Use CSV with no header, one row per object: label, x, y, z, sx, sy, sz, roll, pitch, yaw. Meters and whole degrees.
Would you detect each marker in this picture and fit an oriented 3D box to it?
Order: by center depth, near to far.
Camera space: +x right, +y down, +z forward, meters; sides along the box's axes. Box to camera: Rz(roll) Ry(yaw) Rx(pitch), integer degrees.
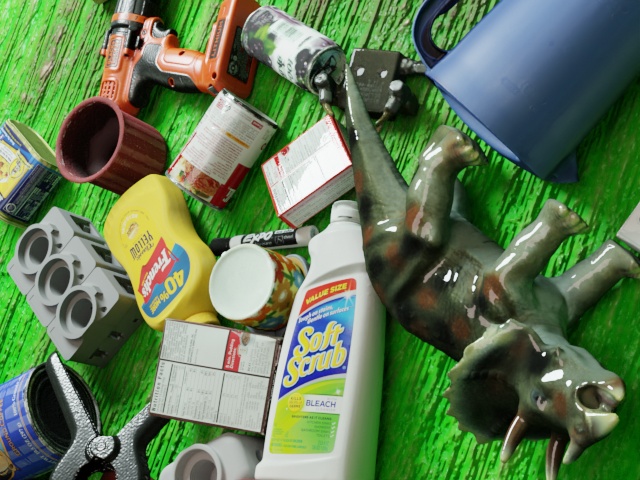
marker,-0.057,0.001,1.023,0.121,0.020,0.020,-7,73,31

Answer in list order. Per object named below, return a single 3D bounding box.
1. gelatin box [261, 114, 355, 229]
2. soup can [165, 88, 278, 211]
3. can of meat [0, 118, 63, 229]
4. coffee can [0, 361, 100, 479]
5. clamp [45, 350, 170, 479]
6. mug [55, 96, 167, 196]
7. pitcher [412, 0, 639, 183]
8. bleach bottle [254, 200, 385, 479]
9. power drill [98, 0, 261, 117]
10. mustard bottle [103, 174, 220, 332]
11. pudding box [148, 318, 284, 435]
gelatin box,-0.008,-0.064,0.995,0.089,0.030,0.073,-36,47,17
soup can,-0.096,-0.089,1.045,0.069,0.068,0.102,39,98,34
can of meat,-0.344,-0.078,1.207,0.084,0.057,0.102,-50,57,8
coffee can,-0.309,0.194,1.077,0.140,0.102,0.103,-26,64,24
clamp,-0.206,0.192,0.990,0.165,0.036,0.210,6,58,15
mug,-0.224,-0.092,1.119,0.117,0.081,0.093,-3,75,32
pitcher,0.200,-0.179,0.842,0.243,0.149,0.145,-48,46,8
bleach bottle,0.007,0.089,0.933,0.103,0.068,0.251,-4,72,31
power drill,-0.148,-0.215,1.123,0.188,0.057,0.184,5,83,36
mustard bottle,-0.145,0.033,1.046,0.096,0.058,0.192,-45,58,23
pudding box,-0.092,0.122,0.960,0.113,0.039,0.090,8,83,14
